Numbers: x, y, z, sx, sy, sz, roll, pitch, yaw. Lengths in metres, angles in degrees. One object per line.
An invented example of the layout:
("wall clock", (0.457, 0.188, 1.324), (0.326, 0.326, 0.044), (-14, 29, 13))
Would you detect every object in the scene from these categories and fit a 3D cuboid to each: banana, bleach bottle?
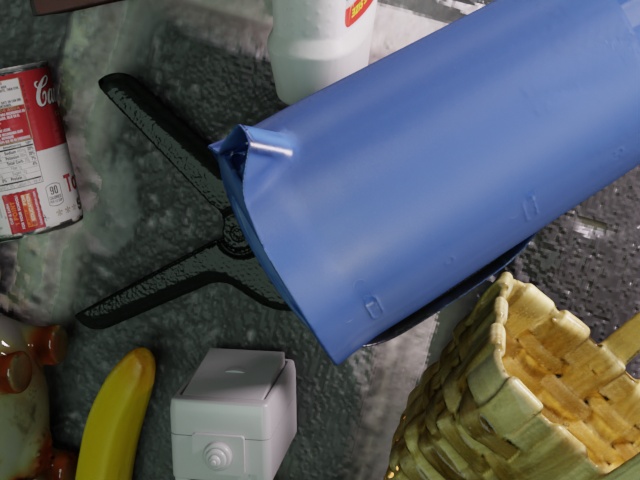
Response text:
("banana", (-0.137, 0.161, 0.712), (0.070, 0.037, 0.198), (14, 101, 46))
("bleach bottle", (0.007, -0.176, 0.588), (0.068, 0.102, 0.251), (10, 114, 16))

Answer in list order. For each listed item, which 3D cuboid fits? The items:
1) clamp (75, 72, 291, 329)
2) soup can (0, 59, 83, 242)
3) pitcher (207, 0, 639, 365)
("clamp", (-0.054, 0.001, 0.665), (0.210, 0.036, 0.165), (17, 105, 4))
("soup can", (-0.191, -0.056, 0.663), (0.068, 0.068, 0.102), (-8, 103, 13))
("pitcher", (0.076, -0.043, 0.568), (0.243, 0.149, 0.145), (-30, 91, -1))
